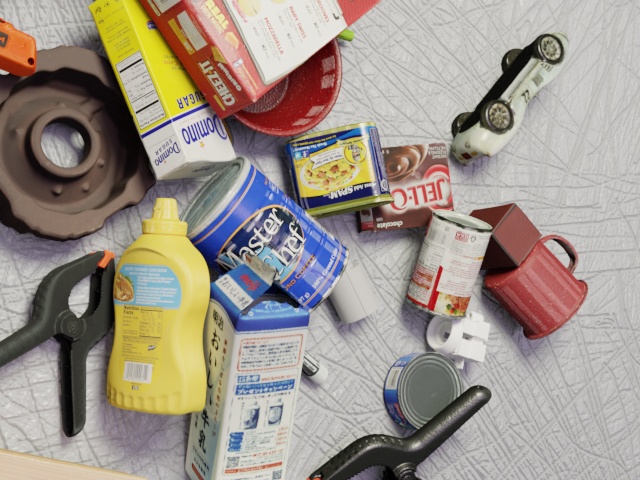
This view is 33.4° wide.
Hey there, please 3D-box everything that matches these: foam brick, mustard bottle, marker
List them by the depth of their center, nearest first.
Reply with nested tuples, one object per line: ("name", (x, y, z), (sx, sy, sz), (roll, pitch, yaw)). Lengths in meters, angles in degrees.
("mustard bottle", (-0.145, 0.057, 0.967), (0.058, 0.096, 0.191), (4, 88, -56))
("marker", (-0.034, 0.106, 1.068), (0.121, 0.020, 0.020), (45, 64, -36))
("foam brick", (0.195, -0.003, 1.194), (0.051, 0.078, 0.053), (48, 67, -17))

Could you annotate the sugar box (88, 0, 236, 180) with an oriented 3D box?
("sugar box", (-0.145, -0.145, 0.994), (0.176, 0.048, 0.093), (65, 25, 5))

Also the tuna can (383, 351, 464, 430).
("tuna can", (0.111, 0.163, 1.152), (0.086, 0.034, 0.086), (4, 82, -29))

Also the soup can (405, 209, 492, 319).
("soup can", (0.137, 0.025, 1.143), (0.068, 0.069, 0.102), (9, 104, -28))

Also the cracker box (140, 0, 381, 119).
("cracker box", (-0.059, -0.241, 1.011), (0.213, 0.072, 0.164), (-45, 107, -35))

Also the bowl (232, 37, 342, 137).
("bowl", (-0.059, -0.179, 1.084), (0.161, 0.055, 0.162), (5, 79, -30))

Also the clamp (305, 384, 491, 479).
("clamp", (0.088, 0.231, 1.109), (0.209, 0.036, 0.164), (0, 106, -21))

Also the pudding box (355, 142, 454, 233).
("pudding box", (0.090, -0.057, 1.163), (0.113, 0.039, 0.090), (-7, 89, -29))

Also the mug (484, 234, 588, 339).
("mug", (0.248, 0.043, 1.209), (0.081, 0.093, 0.117), (45, 73, -12))

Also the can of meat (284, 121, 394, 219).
("can of meat", (0.018, -0.071, 1.097), (0.102, 0.057, 0.084), (-12, 87, 9))

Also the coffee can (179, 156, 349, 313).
("coffee can", (-0.057, 0.001, 1.040), (0.140, 0.103, 0.102), (41, 67, -19))

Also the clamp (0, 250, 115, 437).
("clamp", (-0.241, 0.079, 0.962), (0.120, 0.039, 0.171), (32, 64, -39))
